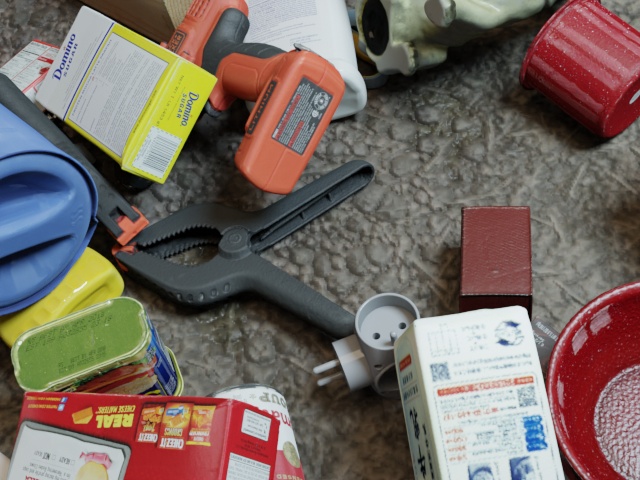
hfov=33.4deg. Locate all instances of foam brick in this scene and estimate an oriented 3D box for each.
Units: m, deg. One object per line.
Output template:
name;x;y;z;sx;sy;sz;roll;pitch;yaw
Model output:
foam brick;0.127;0.020;0.773;0.051;0.053;0.078;0;56;10

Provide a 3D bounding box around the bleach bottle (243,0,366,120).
bleach bottle;-0.022;-0.221;0.932;0.103;0.068;0.251;-11;62;14

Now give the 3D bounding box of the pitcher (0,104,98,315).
pitcher;-0.289;-0.062;0.779;0.144;0.149;0.243;-38;54;-21

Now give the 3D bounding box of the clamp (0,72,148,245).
clamp;-0.202;-0.065;0.845;0.039;0.120;0.172;-49;57;-1

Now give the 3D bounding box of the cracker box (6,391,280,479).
cracker box;-0.118;0.202;0.636;0.164;0.072;0.213;-3;69;29

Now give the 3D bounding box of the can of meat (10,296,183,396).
can of meat;-0.157;0.091;0.757;0.102;0.084;0.057;-21;55;-5

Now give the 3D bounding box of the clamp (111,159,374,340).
clamp;-0.055;0.001;0.827;0.210;0.036;0.164;2;52;16

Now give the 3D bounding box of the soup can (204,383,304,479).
soup can;-0.046;0.155;0.704;0.068;0.068;0.102;-16;55;-1

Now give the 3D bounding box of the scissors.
scissors;0.010;-0.211;0.969;0.096;0.016;0.202;-32;58;-11

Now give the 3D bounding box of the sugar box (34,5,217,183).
sugar box;-0.158;-0.119;0.847;0.176;0.048;0.093;36;98;50

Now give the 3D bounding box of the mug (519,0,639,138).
mug;0.225;-0.136;0.847;0.082;0.093;0.117;44;35;24

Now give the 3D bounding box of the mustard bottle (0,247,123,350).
mustard bottle;-0.251;0.016;0.840;0.192;0.058;0.096;32;72;27

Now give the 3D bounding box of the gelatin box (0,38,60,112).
gelatin box;-0.261;-0.137;0.950;0.073;0.030;0.089;22;61;45

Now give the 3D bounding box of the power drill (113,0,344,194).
power drill;-0.079;-0.101;0.832;0.188;0.057;0.184;31;96;45
